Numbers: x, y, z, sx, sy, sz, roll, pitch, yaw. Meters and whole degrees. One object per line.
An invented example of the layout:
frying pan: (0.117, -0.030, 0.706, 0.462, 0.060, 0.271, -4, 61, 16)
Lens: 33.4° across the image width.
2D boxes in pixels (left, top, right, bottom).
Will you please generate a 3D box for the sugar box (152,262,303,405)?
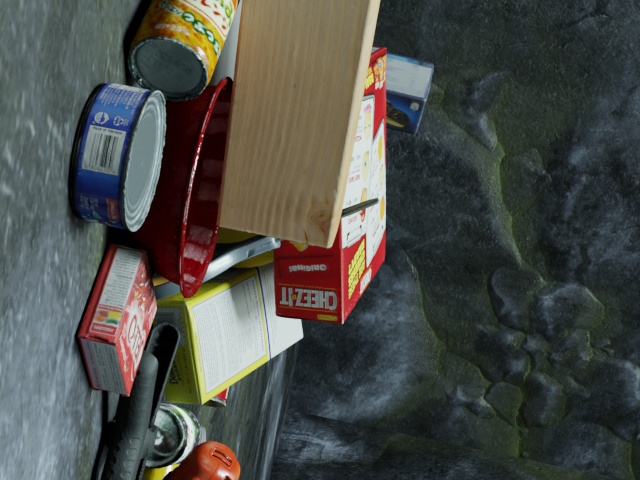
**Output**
sugar box: (-0.081, 0.074, 0.974, 0.176, 0.048, 0.093, -28, 114, -59)

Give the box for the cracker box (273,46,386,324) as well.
cracker box: (0.008, -0.056, 0.953, 0.164, 0.072, 0.214, -49, 141, -65)

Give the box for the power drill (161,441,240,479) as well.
power drill: (-0.146, 0.269, 0.861, 0.185, 0.057, 0.187, -54, -174, 30)

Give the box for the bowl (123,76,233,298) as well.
bowl: (-0.104, -0.042, 0.767, 0.162, 0.055, 0.162, 13, 89, -87)

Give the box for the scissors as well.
scissors: (-0.056, 0.001, 0.878, 0.016, 0.201, 0.096, 69, -13, -14)

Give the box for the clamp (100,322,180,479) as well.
clamp: (-0.147, 0.147, 0.852, 0.120, 0.039, 0.171, -52, 160, -74)

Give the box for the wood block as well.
wood block: (-0.014, -0.111, 0.784, 0.090, 0.091, 0.206, -73, 173, -62)

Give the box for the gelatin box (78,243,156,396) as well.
gelatin box: (-0.138, 0.057, 0.736, 0.089, 0.030, 0.073, 96, 6, -58)

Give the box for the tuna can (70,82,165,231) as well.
tuna can: (-0.120, -0.050, 0.638, 0.086, 0.034, 0.086, 13, 89, -87)
